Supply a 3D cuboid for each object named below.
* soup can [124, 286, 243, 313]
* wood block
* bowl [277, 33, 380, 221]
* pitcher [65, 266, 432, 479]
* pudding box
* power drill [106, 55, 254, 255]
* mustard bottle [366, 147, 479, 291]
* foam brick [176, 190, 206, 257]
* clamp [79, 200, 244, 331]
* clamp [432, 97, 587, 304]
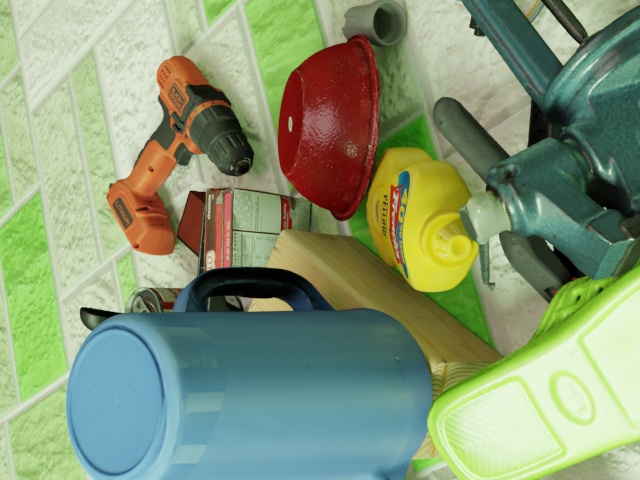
[{"bbox_3d":[-0.135,0.081,1.061,0.069,0.102,0.068,-5,83,48],"label":"soup can"},{"bbox_3d":[0.041,0.080,0.875,0.206,0.090,0.091,40,115,43],"label":"wood block"},{"bbox_3d":[0.000,-0.098,0.914,0.162,0.055,0.162,-176,90,-75],"label":"bowl"},{"bbox_3d":[-0.048,0.098,0.723,0.149,0.242,0.145,17,95,41],"label":"pitcher"},{"bbox_3d":[-0.056,0.001,0.971,0.039,0.113,0.090,-1,86,40],"label":"pudding box"},{"bbox_3d":[-0.149,-0.077,1.127,0.188,0.057,0.184,-57,45,25],"label":"power drill"},{"bbox_3d":[0.079,-0.013,0.795,0.192,0.058,0.096,-128,39,-76],"label":"mustard bottle"},{"bbox_3d":[-0.091,-0.014,1.039,0.051,0.078,0.053,37,116,43],"label":"foam brick"},{"bbox_3d":[-0.109,0.074,1.001,0.164,0.210,0.036,-47,40,-14],"label":"clamp"},{"bbox_3d":[0.142,-0.035,0.755,0.039,0.120,0.171,-37,63,59],"label":"clamp"}]
